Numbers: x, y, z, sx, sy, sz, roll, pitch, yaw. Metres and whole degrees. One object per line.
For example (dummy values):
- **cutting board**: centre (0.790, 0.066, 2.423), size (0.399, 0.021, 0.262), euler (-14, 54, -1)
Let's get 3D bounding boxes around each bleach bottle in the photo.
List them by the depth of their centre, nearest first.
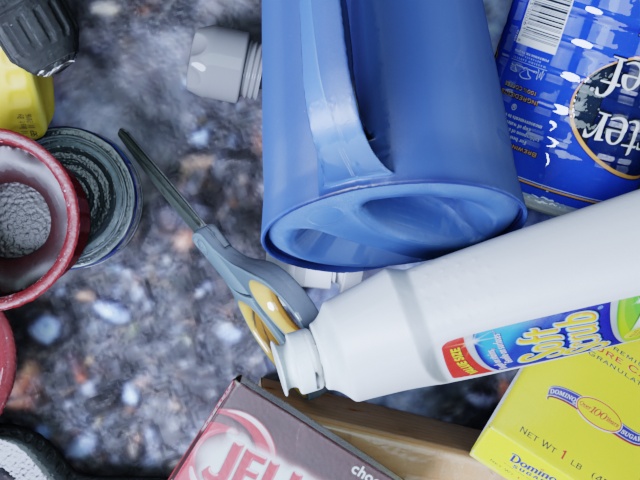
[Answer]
- **bleach bottle**: centre (0.099, 0.033, 0.541), size (0.250, 0.102, 0.068), euler (-16, 64, -7)

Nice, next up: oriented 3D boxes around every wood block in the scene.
- **wood block**: centre (0.054, 0.153, 0.622), size (0.206, 0.090, 0.091), euler (14, 92, -3)

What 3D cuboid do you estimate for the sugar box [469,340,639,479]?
- **sugar box**: centre (0.166, 0.071, 0.598), size (0.093, 0.048, 0.176), euler (32, 58, 10)

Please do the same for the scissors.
- **scissors**: centre (-0.054, 0.001, 0.597), size (0.016, 0.096, 0.202), euler (-32, 83, -23)

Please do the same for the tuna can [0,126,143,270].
- **tuna can**: centre (-0.150, -0.025, 0.635), size (0.086, 0.034, 0.086), euler (0, 91, -3)

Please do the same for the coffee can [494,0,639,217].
- **coffee can**: centre (0.146, -0.090, 0.598), size (0.103, 0.103, 0.140), euler (16, 106, -3)

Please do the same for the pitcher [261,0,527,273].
- **pitcher**: centre (0.025, -0.114, 0.560), size (0.144, 0.149, 0.243), euler (4, 69, -26)

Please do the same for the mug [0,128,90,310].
- **mug**: centre (-0.174, 0.000, 0.575), size (0.093, 0.081, 0.117), euler (18, 90, -3)

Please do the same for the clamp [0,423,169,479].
- **clamp**: centre (-0.158, 0.155, 0.636), size (0.171, 0.039, 0.120), euler (40, 89, -7)

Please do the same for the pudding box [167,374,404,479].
- **pudding box**: centre (-0.020, 0.137, 0.553), size (0.113, 0.039, 0.090), euler (32, 90, -3)
